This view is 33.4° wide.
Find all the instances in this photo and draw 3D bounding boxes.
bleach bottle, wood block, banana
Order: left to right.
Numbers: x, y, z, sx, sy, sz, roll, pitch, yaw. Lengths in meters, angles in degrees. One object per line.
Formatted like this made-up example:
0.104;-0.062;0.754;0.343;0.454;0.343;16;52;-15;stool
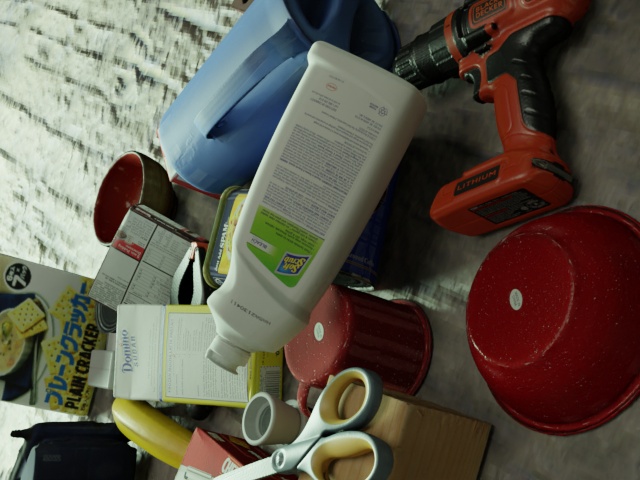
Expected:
-0.154;0.183;1.032;0.198;0.069;0.037;20;94;54;banana
-0.020;-0.018;0.809;0.103;0.068;0.251;29;87;18;bleach bottle
0.035;0.211;0.757;0.090;0.090;0.206;11;83;54;wood block

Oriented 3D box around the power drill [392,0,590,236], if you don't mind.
0.123;-0.102;0.815;0.185;0.057;0.187;-22;57;46;power drill

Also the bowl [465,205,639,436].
0.150;0.046;0.715;0.162;0.055;0.162;-27;53;44;bowl

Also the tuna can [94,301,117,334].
-0.218;0.067;1.198;0.086;0.033;0.086;-26;54;44;tuna can

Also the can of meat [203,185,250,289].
-0.057;0.001;1.002;0.084;0.057;0.102;5;78;51;can of meat

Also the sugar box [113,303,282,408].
-0.115;0.105;0.992;0.177;0.048;0.093;-1;84;38;sugar box

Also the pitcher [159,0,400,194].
-0.055;-0.142;0.997;0.243;0.149;0.145;-38;46;41;pitcher

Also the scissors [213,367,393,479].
-0.017;0.139;0.766;0.202;0.016;0.096;-9;66;52;scissors

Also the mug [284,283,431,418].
0.021;0.091;0.838;0.117;0.081;0.093;-61;37;12;mug

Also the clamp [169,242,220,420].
-0.136;0.085;1.070;0.120;0.039;0.171;7;87;49;clamp

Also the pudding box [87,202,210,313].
-0.181;0.030;1.124;0.113;0.090;0.039;-63;-7;12;pudding box
